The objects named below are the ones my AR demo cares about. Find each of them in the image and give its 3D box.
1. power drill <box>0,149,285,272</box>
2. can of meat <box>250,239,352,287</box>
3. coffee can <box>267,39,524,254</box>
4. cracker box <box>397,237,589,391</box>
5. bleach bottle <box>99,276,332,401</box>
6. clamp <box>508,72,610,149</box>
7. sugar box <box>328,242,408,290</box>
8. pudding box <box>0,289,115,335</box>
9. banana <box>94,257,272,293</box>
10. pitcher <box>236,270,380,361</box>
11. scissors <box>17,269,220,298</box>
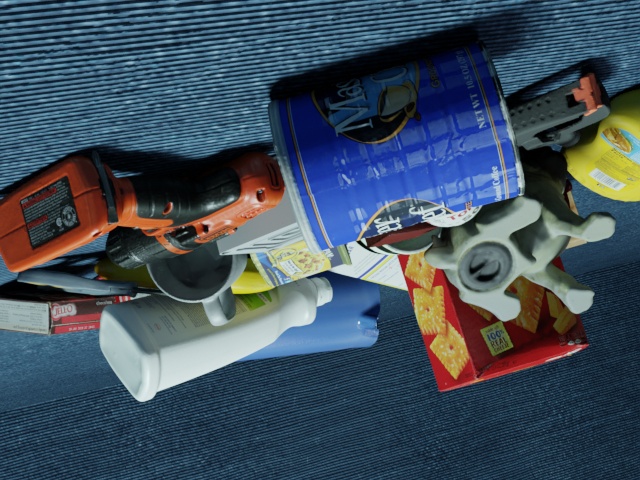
[{"bbox_3d":[-0.143,-0.017,0.789,0.185,0.057,0.187,-25,170,34],"label":"power drill"},{"bbox_3d":[-0.022,-0.002,1.001,0.084,0.057,0.102,-19,154,3],"label":"can of meat"},{"bbox_3d":[0.048,-0.059,0.682,0.140,0.103,0.102,-16,171,5],"label":"coffee can"},{"bbox_3d":[0.168,0.029,1.084,0.163,0.214,0.072,-9,168,-34],"label":"cracker box"},{"bbox_3d":[-0.090,0.082,1.082,0.250,0.103,0.068,-14,131,-34],"label":"bleach bottle"},{"bbox_3d":[0.170,-0.093,0.893,0.164,0.036,0.210,-14,175,-7],"label":"clamp"},{"bbox_3d":[0.083,0.011,1.157,0.176,0.048,0.093,17,146,-22],"label":"sugar box"},{"bbox_3d":[-0.280,0.072,1.090,0.114,0.039,0.089,-1,180,34],"label":"pudding box"},{"bbox_3d":[-0.126,0.034,1.057,0.197,0.037,0.070,4,168,-7],"label":"banana"},{"bbox_3d":[-0.048,0.101,1.526,0.242,0.145,0.149,-7,156,-26],"label":"pitcher"},{"bbox_3d":[-0.202,0.043,1.012,0.202,0.016,0.096,1,171,32],"label":"scissors"}]
